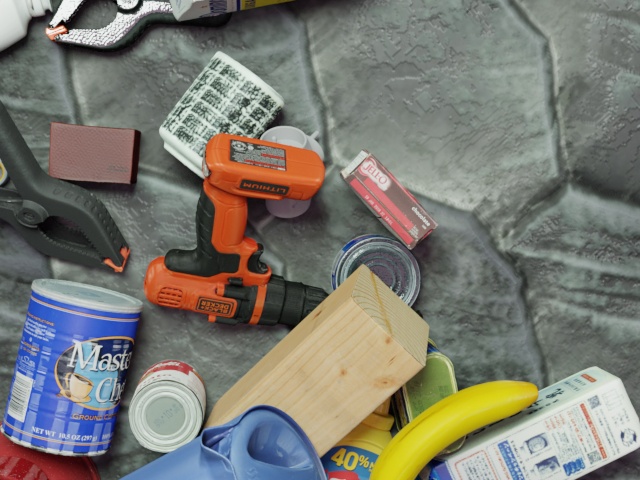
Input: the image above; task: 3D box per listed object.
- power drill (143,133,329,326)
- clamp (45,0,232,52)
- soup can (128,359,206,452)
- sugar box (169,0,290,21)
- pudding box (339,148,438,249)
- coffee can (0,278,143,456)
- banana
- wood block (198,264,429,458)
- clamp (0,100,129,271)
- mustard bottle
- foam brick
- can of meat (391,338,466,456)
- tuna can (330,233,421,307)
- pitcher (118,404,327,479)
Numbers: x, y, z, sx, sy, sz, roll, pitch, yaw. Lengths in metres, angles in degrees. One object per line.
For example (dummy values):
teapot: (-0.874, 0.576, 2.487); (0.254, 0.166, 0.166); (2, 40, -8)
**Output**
power drill: (-0.056, 0.001, 0.973); (0.184, 0.057, 0.188); (9, 126, -14)
clamp: (-0.171, -0.220, 1.000); (0.171, 0.039, 0.120); (-36, 93, -2)
soup can: (-0.141, 0.153, 0.993); (0.068, 0.102, 0.068); (0, 94, -5)
sugar box: (-0.045, -0.239, 0.964); (0.176, 0.093, 0.048); (-17, 95, -15)
pudding box: (0.061, -0.041, 0.992); (0.039, 0.113, 0.090); (-43, 96, 2)
coffee can: (-0.228, 0.115, 0.983); (0.102, 0.103, 0.140); (13, 93, -6)
banana: (0.108, 0.183, 0.966); (0.198, 0.037, 0.069); (-44, 114, 0)
wood block: (-0.006, 0.132, 0.977); (0.090, 0.090, 0.206); (43, 109, -6)
clamp: (-0.258, -0.041, 0.965); (0.209, 0.165, 0.036); (31, 46, -18)
mustard bottle: (0.026, 0.235, 1.035); (0.096, 0.058, 0.191); (21, 91, -8)
foam brick: (-0.211, -0.081, 0.998); (0.078, 0.051, 0.053); (5, 94, -5)
can of meat: (0.100, 0.149, 1.022); (0.057, 0.084, 0.102); (-13, 94, -4)
tuna can: (0.054, 0.037, 1.036); (0.086, 0.034, 0.086); (0, 94, -5)
pitcher: (-0.113, 0.252, 0.927); (0.243, 0.144, 0.149); (-28, 81, 26)
